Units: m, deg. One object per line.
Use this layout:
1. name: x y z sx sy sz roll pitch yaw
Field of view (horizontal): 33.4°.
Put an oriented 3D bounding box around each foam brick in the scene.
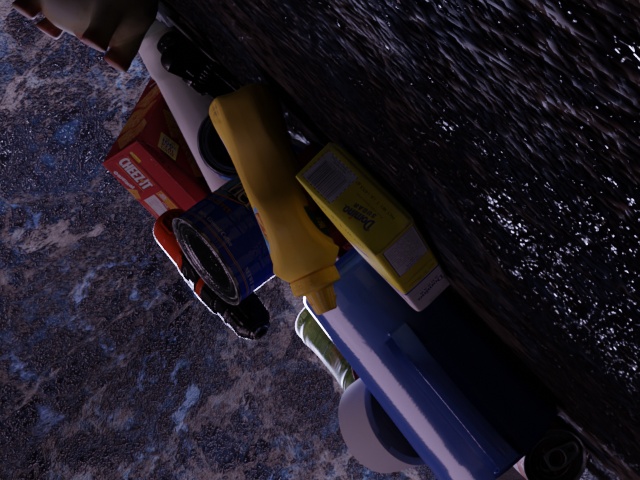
1. foam brick: 0.005 -0.039 0.953 0.078 0.051 0.053 46 179 19

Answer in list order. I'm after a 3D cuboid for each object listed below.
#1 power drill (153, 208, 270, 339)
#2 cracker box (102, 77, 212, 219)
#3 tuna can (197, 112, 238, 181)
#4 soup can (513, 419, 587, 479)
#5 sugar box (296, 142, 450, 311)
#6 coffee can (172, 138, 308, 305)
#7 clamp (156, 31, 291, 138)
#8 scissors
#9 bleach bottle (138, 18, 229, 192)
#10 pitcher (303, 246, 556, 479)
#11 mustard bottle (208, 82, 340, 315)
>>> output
1. power drill: -0.057 0.001 1.117 0.185 0.187 0.057 47 156 30
2. cracker box: -0.162 -0.113 1.332 0.164 0.072 0.213 48 -145 -25
3. tuna can: -0.093 -0.109 1.176 0.086 0.086 0.034 46 177 4
4. soup can: 0.228 0.215 1.124 0.068 0.068 0.102 47 179 -13
5. sugar box: 0.046 -0.005 0.847 0.093 0.048 0.176 47 177 24
6. coffee can: -0.057 -0.019 1.032 0.103 0.140 0.103 45 159 22
7. clamp: -0.115 -0.167 1.120 0.164 0.036 0.210 38 -173 -27
8. scissors: -0.155 -0.228 1.106 0.202 0.016 0.096 46 180 21
9. bleach bottle: -0.147 -0.158 1.239 0.251 0.068 0.102 60 180 -2
10. pitcher: 0.098 0.111 0.998 0.243 0.144 0.149 50 138 -2
11. mustard bottle: -0.030 -0.030 0.877 0.096 0.058 0.191 38 -150 -86
